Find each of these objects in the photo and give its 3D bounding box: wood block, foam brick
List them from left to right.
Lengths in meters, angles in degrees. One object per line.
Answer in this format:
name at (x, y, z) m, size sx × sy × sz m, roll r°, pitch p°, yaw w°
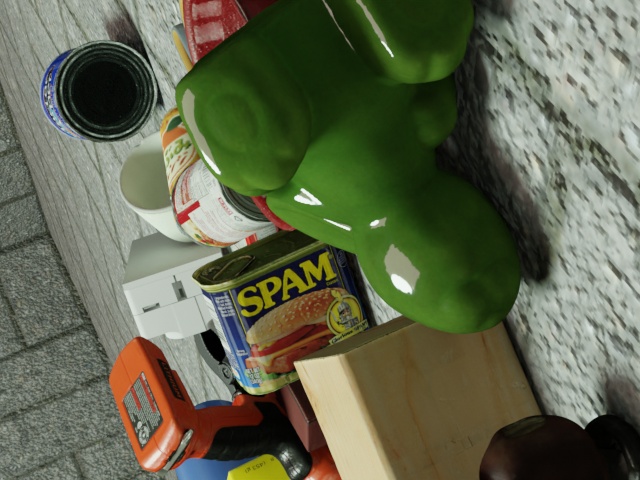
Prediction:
foam brick at (-0.004, 0.113, 0.828) m, size 0.078 × 0.053 × 0.051 m, roll 57°, pitch 161°, yaw 35°
wood block at (0.074, 0.140, 0.553) m, size 0.206 × 0.090 × 0.091 m, roll 68°, pitch 164°, yaw 2°

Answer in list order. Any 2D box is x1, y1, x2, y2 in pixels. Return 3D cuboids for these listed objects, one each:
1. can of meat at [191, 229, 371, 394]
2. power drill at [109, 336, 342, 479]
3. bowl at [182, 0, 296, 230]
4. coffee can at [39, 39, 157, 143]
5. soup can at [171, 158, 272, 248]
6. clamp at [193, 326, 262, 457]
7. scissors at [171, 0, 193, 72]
can of meat at (-0.023, 0.043, 0.717) m, size 0.057 × 0.102 × 0.084 m, roll 26°, pitch 137°, yaw 66°
power drill at (-0.073, 0.127, 0.867) m, size 0.057 × 0.187 × 0.184 m, roll -57°, pitch 43°, yaw 24°
bowl at (-0.024, -0.089, 0.626) m, size 0.162 × 0.055 × 0.162 m, roll 57°, pitch 160°, yaw 32°
coffee can at (-0.235, -0.155, 1.118) m, size 0.140 × 0.102 × 0.103 m, roll 18°, pitch 128°, yaw 69°
soup can at (-0.058, -0.036, 0.753) m, size 0.102 × 0.068 × 0.068 m, roll -23°, pitch 89°, yaw 63°
clamp at (-0.069, 0.120, 1.008) m, size 0.120 × 0.039 × 0.171 m, roll -33°, pitch 88°, yaw 47°
scissors at (-0.069, -0.110, 0.809) m, size 0.202 × 0.016 × 0.096 m, roll 56°, pitch 160°, yaw 32°
